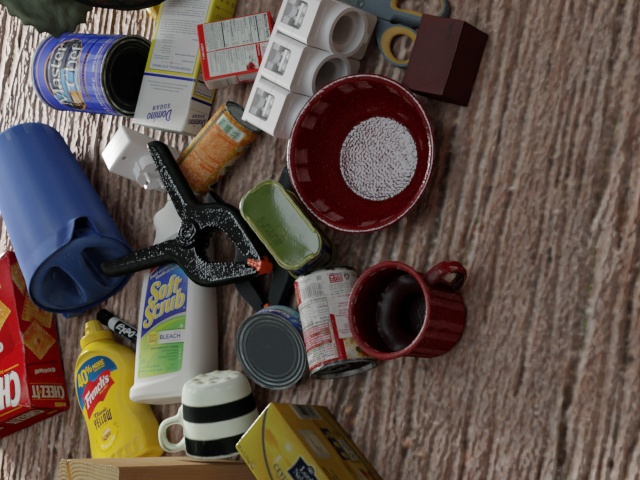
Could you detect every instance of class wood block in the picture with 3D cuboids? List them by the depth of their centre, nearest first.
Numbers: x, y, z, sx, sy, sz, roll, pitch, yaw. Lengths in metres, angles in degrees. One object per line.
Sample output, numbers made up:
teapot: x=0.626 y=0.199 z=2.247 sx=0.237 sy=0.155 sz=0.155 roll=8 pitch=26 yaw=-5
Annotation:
wood block: x=-0.164 y=0.272 z=1.101 sx=0.090 sy=0.205 sz=0.091 roll=-2 pitch=81 yaw=37

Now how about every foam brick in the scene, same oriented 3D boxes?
foam brick: x=0.124 y=-0.179 z=1.063 sx=0.053 sy=0.051 sz=0.078 roll=20 pitch=94 yaw=37

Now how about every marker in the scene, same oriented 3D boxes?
marker: x=-0.234 y=0.112 z=1.302 sx=0.121 sy=0.020 sz=0.020 roll=25 pitch=97 yaw=38

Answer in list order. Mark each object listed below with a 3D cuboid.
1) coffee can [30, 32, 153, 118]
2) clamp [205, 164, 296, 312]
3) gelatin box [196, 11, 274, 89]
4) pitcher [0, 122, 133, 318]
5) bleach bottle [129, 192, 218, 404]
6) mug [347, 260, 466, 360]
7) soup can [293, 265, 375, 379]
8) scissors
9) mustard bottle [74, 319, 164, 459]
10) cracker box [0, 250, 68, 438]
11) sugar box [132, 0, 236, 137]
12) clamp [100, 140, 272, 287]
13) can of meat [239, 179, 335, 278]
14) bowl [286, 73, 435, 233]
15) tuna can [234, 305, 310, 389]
coffee can: x=-0.282 y=-0.210 z=1.346 sx=0.141 sy=0.102 sz=0.103 roll=10 pitch=88 yaw=38
clamp: x=-0.058 y=0.001 z=1.177 sx=0.120 sy=0.039 sz=0.171 roll=-27 pitch=74 yaw=29
gelatin box: x=-0.093 y=-0.218 z=1.227 sx=0.089 sy=0.030 sz=0.073 roll=-10 pitch=73 yaw=2
pitcher: x=-0.340 y=-0.028 z=1.352 sx=0.149 sy=0.144 sz=0.243 roll=-41 pitch=55 yaw=11
bleach bottle: x=-0.168 y=0.059 z=1.235 sx=0.103 sy=0.068 sz=0.251 roll=-11 pitch=73 yaw=30
mug: x=0.094 y=0.062 z=1.022 sx=0.117 sy=0.081 sz=0.093 roll=-49 pitch=57 yaw=20
soup can: x=0.014 y=0.084 z=1.088 sx=0.069 sy=0.068 sz=0.102 roll=-23 pitch=68 yaw=32
scissors: x=0.049 y=-0.235 z=1.153 sx=0.202 sy=0.016 sz=0.096 roll=9 pitch=87 yaw=38
mustard bottle: x=-0.250 y=0.182 z=1.277 sx=0.096 sy=0.058 sz=0.192 roll=-38 pitch=61 yaw=32
cracker box: x=-0.425 y=0.142 z=1.409 sx=0.164 sy=0.072 sz=0.214 roll=-26 pitch=68 yaw=32
sugar box: x=-0.165 y=-0.217 z=1.295 sx=0.093 sy=0.048 sz=0.176 roll=15 pitch=93 yaw=38
clamp: x=-0.141 y=-0.016 z=1.182 sx=0.210 sy=0.036 sz=0.164 roll=15 pitch=90 yaw=27
can of meat: x=-0.035 y=-0.011 z=1.109 sx=0.057 sy=0.084 sz=0.102 roll=-39 pitch=80 yaw=2
bowl: x=0.049 y=-0.086 z=1.089 sx=0.162 sy=0.055 sz=0.162 roll=-1 pitch=88 yaw=26
tuna can: x=-0.046 y=0.112 z=1.130 sx=0.086 sy=0.033 sz=0.086 roll=8 pitch=107 yaw=25
